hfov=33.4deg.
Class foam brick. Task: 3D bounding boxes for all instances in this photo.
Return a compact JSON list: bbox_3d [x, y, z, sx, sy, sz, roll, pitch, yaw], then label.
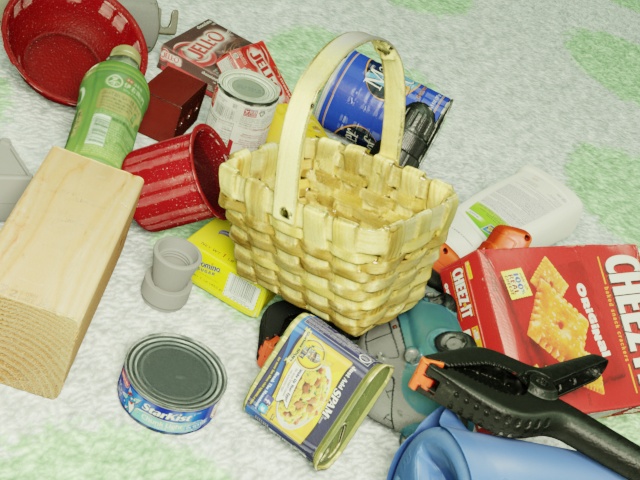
[{"bbox_3d":[-0.168,-0.150,1.188,0.051,0.053,0.078,26,35,3],"label":"foam brick"}]

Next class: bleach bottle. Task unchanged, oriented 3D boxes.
[{"bbox_3d":[0.188,-0.015,1.205,0.250,0.068,0.103,-20,47,-42],"label":"bleach bottle"}]

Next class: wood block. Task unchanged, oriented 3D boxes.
[{"bbox_3d":[-0.222,0.021,0.890,0.090,0.091,0.206,20,34,-7],"label":"wood block"}]

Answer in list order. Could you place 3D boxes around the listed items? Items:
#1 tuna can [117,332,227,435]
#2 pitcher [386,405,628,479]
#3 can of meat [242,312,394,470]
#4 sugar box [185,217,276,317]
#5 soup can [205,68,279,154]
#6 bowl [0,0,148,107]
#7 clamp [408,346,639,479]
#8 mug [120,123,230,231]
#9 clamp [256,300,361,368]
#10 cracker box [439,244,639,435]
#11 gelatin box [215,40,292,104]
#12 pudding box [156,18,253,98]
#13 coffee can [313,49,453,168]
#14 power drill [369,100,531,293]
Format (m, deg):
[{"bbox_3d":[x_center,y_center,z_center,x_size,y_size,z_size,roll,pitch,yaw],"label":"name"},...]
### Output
[{"bbox_3d":[-0.121,0.117,0.870,0.086,0.034,0.086,16,35,-11],"label":"tuna can"},{"bbox_3d":[0.178,0.230,0.823,0.242,0.149,0.145,11,19,-23],"label":"pitcher"},{"bbox_3d":[-0.004,0.122,0.874,0.084,0.102,0.057,34,2,19],"label":"can of meat"},{"bbox_3d":[-0.057,0.001,1.054,0.093,0.048,0.176,30,36,10],"label":"sugar box"},{"bbox_3d":[-0.088,-0.120,1.119,0.068,0.102,0.068,14,36,-10],"label":"soup can"},{"bbox_3d":[-0.274,-0.204,1.168,0.161,0.055,0.162,13,61,-24],"label":"bowl"},{"bbox_3d":[0.171,0.129,0.822,0.209,0.036,0.165,11,25,-23],"label":"clamp"},{"bbox_3d":[-0.130,-0.053,1.017,0.117,0.082,0.093,21,57,-67],"label":"mug"},{"bbox_3d":[-0.007,0.070,0.998,0.120,0.039,0.171,33,31,33],"label":"clamp"},{"bbox_3d":[0.232,0.090,1.020,0.213,0.072,0.164,-2,71,-31],"label":"cracker box"},{"bbox_3d":[-0.077,-0.190,1.277,0.073,0.030,0.089,-32,96,-53],"label":"gelatin box"},{"bbox_3d":[-0.134,-0.225,1.321,0.090,0.039,0.113,31,35,10],"label":"pudding box"},{"bbox_3d":[0.076,-0.156,1.294,0.140,0.103,0.102,28,34,6],"label":"coffee can"},{"bbox_3d":[0.116,-0.023,1.076,0.187,0.184,0.057,31,0,-10],"label":"power drill"}]
